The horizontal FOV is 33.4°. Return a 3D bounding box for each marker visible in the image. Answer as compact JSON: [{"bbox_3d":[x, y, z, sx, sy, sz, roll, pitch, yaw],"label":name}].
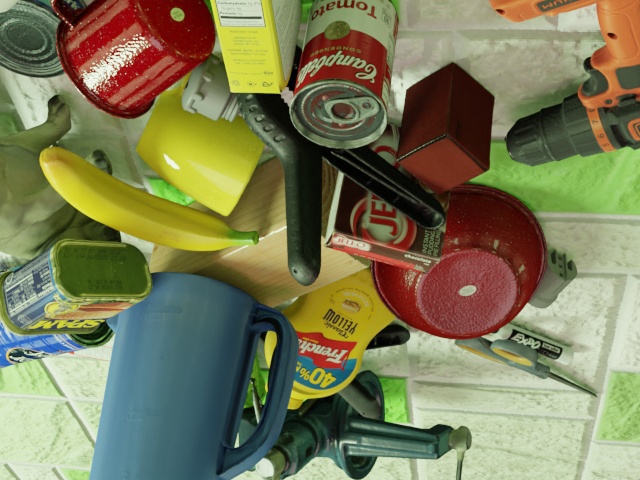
[{"bbox_3d":[0.210,0.101,1.111,0.121,0.020,0.020,22,143,-18],"label":"marker"}]

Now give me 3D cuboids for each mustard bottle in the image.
[{"bbox_3d":[0.001,0.095,1.037,0.096,0.058,0.192,29,109,-12],"label":"mustard bottle"}]

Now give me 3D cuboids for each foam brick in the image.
[{"bbox_3d":[0.097,-0.086,0.822,0.053,0.078,0.051,35,138,-29],"label":"foam brick"}]

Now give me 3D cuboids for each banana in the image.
[{"bbox_3d":[-0.145,-0.029,0.855,0.197,0.037,0.070,21,146,-35],"label":"banana"}]

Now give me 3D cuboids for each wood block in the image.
[{"bbox_3d":[-0.057,0.002,0.971,0.207,0.090,0.090,-25,134,38],"label":"wood block"}]

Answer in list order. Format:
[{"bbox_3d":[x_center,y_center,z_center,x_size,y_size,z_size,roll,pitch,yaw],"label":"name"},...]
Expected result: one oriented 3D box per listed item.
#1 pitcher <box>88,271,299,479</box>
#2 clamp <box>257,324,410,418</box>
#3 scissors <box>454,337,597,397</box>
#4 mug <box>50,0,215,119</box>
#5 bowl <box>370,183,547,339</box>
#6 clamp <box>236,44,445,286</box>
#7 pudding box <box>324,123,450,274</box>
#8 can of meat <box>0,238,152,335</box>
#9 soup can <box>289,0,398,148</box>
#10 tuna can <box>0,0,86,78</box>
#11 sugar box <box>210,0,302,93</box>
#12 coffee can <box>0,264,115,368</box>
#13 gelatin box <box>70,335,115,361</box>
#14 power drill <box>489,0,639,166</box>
[{"bbox_3d":[-0.120,0.158,0.914,0.144,0.242,0.149,20,150,-22],"label":"pitcher"},{"bbox_3d":[0.003,0.123,1.110,0.171,0.120,0.039,8,129,7],"label":"clamp"},{"bbox_3d":[0.238,0.136,1.135,0.201,0.016,0.096,21,167,-17],"label":"scissors"},{"bbox_3d":[-0.139,-0.154,0.772,0.082,0.093,0.117,-28,129,35],"label":"mug"},{"bbox_3d":[0.127,0.033,0.949,0.162,0.055,0.162,-1,120,-1],"label":"bowl"},{"bbox_3d":[0.003,-0.075,0.801,0.164,0.210,0.036,-12,162,-44],"label":"clamp"},{"bbox_3d":[0.057,-0.037,0.868,0.090,0.113,0.039,15,153,-10],"label":"pudding box"},{"bbox_3d":[-0.204,0.039,0.892,0.084,0.057,0.101,-28,160,37],"label":"can of meat"},{"bbox_3d":[0.019,-0.126,0.762,0.068,0.102,0.068,6,145,4],"label":"soup can"},{"bbox_3d":[-0.223,-0.165,0.821,0.086,0.033,0.086,6,145,4],"label":"tuna can"},{"bbox_3d":[-0.047,-0.189,0.697,0.048,0.093,0.176,1,143,10],"label":"sugar box"},{"bbox_3d":[-0.295,0.073,1.113,0.141,0.102,0.102,-14,139,29],"label":"coffee can"},{"bbox_3d":[-0.242,0.107,1.213,0.089,0.030,0.073,11,144,-3],"label":"gelatin box"},{"bbox_3d":[0.190,-0.132,0.757,0.185,0.057,0.187,-18,140,28],"label":"power drill"}]
